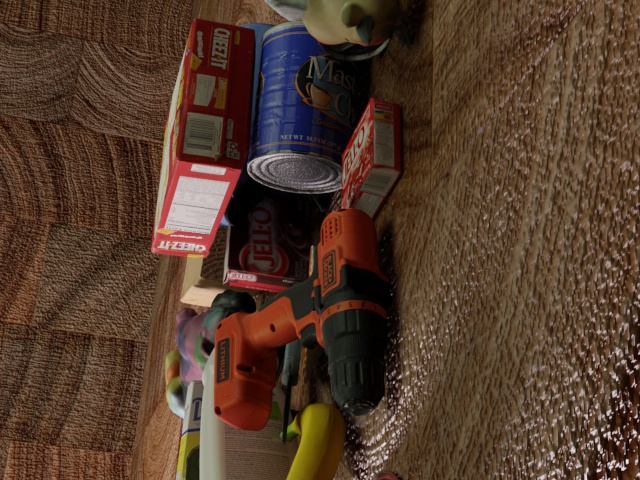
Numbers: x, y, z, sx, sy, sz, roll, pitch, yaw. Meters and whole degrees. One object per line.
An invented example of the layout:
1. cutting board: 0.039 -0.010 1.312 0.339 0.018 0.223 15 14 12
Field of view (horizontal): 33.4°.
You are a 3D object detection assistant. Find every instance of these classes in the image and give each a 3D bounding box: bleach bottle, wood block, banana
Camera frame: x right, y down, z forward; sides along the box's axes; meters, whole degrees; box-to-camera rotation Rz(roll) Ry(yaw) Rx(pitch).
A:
1. bleach bottle: -0.061 0.185 0.996 0.068 0.102 0.251 119 155 -44
2. wood block: -0.131 0.033 1.470 0.206 0.090 0.091 139 139 -71
3. banana: -0.006 0.176 0.875 0.070 0.037 0.198 -58 5 9

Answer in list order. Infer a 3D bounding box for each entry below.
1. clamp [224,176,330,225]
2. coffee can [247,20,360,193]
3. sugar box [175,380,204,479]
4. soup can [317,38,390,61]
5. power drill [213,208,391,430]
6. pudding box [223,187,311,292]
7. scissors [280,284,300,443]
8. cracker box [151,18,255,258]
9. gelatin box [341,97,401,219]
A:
1. clamp: -0.046 -0.083 1.168 0.171 0.120 0.039 -88 -18 -45
2. coffee can: -0.014 -0.130 1.050 0.103 0.102 0.140 133 145 -68
3. sugar box: -0.117 0.255 1.236 0.048 0.093 0.176 132 145 -67
4. soup can: 0.031 -0.229 1.004 0.069 0.068 0.102 117 159 -53
5. power drill: -0.015 0.087 0.878 0.188 0.057 0.184 -38 38 37
6. pudding box: -0.058 0.001 1.170 0.039 0.090 0.113 113 162 -50
7. scissors: -0.026 0.103 0.985 0.201 0.016 0.096 -86 1 -77
8. cracker box: -0.123 -0.099 1.107 0.214 0.072 0.164 121 155 -61
9. gelatin box: 0.042 -0.066 0.920 0.089 0.030 0.073 119 157 -55
